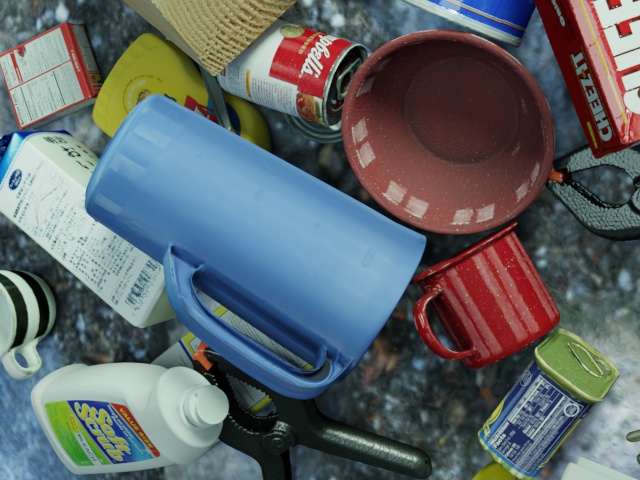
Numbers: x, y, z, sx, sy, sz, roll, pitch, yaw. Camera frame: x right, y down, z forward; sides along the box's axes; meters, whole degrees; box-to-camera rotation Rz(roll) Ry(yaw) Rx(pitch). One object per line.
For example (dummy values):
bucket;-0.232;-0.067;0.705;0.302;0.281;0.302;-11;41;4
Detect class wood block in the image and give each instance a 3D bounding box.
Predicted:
wood block;-0.119;-0.222;0.824;0.091;0.090;0.206;-44;46;-3

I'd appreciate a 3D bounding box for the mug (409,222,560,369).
mug;0.118;0.048;0.797;0.093;0.117;0.081;-33;86;54

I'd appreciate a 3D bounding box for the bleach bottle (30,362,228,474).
bleach bottle;-0.156;0.141;0.893;0.251;0.067;0.102;-20;97;52

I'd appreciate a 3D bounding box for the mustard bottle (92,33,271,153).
mustard bottle;-0.100;-0.087;0.909;0.192;0.058;0.096;39;101;16

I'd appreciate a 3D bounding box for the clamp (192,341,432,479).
clamp;-0.020;0.155;0.877;0.165;0.036;0.210;-29;106;21

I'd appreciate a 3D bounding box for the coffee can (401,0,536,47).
coffee can;0.124;-0.223;0.768;0.103;0.102;0.140;28;106;19

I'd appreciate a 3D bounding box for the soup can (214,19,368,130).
soup can;-0.023;-0.133;0.824;0.102;0.068;0.068;22;104;22

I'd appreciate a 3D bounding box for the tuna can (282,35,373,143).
tuna can;0.011;-0.122;0.868;0.086;0.033;0.086;3;97;24

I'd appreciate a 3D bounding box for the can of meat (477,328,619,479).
can of meat;0.167;0.120;0.787;0.057;0.102;0.084;38;111;15

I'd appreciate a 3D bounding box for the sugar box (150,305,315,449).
sugar box;-0.071;0.105;0.924;0.176;0.048;0.093;-39;80;26

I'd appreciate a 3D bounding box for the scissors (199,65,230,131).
scissors;-0.089;-0.185;0.887;0.096;0.016;0.202;-41;61;13

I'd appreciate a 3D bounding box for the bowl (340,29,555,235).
bowl;0.100;-0.087;0.804;0.162;0.055;0.162;10;120;18

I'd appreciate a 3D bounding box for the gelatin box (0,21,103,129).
gelatin box;-0.248;-0.151;0.985;0.089;0.030;0.073;-19;89;25

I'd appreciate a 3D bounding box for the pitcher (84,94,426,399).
pitcher;-0.055;0.001;0.805;0.243;0.149;0.145;31;97;-3
